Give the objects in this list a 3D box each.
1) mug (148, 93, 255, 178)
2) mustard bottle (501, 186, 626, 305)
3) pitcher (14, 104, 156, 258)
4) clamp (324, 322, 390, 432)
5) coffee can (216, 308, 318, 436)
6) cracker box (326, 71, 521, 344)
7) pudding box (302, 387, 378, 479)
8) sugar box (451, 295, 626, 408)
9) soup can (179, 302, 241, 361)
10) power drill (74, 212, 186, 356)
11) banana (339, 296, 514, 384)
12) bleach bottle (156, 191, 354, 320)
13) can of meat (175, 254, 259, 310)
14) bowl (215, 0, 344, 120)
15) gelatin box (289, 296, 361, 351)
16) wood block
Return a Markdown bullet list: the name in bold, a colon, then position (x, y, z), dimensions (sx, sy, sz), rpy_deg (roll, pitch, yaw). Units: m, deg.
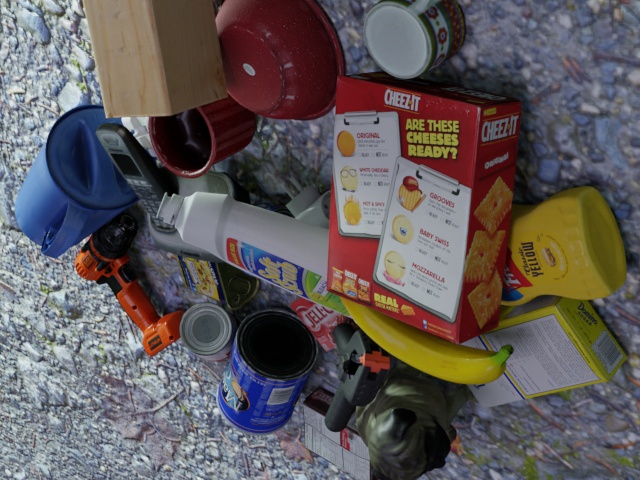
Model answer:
- **mug**: position (-0.132, -0.131, 1.145), dimensions (0.117, 0.081, 0.093), rpy_deg (41, 130, 14)
- **mustard bottle**: position (0.181, 0.011, 0.982), dimensions (0.192, 0.058, 0.096), rpy_deg (-10, 105, 49)
- **pitcher**: position (-0.311, -0.059, 1.342), dimensions (0.243, 0.149, 0.145), rpy_deg (-31, 86, 58)
- **clamp**: position (0.037, 0.128, 1.125), dimensions (0.172, 0.039, 0.120), rpy_deg (127, 143, -63)
- **coffee can**: position (-0.068, 0.166, 1.329), dimensions (0.103, 0.102, 0.140), rpy_deg (38, 142, 14)
- **cracker box**: position (0.090, -0.035, 0.968), dimensions (0.164, 0.071, 0.214), rpy_deg (20, 115, 41)
- **pudding box**: position (0.031, 0.249, 1.356), dimensions (0.114, 0.039, 0.090), rpy_deg (26, 138, 30)
- **sugar box**: position (0.204, 0.107, 1.054), dimensions (0.093, 0.048, 0.177), rpy_deg (54, 146, -8)
- **soup can**: position (-0.137, 0.116, 1.348), dimensions (0.068, 0.068, 0.102), rpy_deg (42, 175, 10)
- **power drill**: position (-0.250, 0.060, 1.462), dimensions (0.187, 0.057, 0.185), rpy_deg (53, 147, 0)
- **banana**: position (0.103, 0.096, 1.025), dimensions (0.198, 0.037, 0.069), rpy_deg (17, 125, 35)
- **bleach bottle**: position (-0.048, 0.010, 1.113), dimensions (0.250, 0.068, 0.103), rpy_deg (20, 153, -6)
- **can of meat**: position (-0.130, 0.026, 1.310), dimensions (0.084, 0.057, 0.102), rpy_deg (17, 133, 37)
- **bowl**: position (-0.055, -0.180, 1.059), dimensions (0.162, 0.055, 0.162), rpy_deg (26, 137, 27)
- **gelatin box**: position (0.013, 0.083, 1.236), dimensions (0.073, 0.030, 0.089), rpy_deg (52, 143, -4)
- **wood block**: position (-0.165, -0.228, 1.017), dimensions (0.090, 0.090, 0.206), rpy_deg (2, 109, 34)
